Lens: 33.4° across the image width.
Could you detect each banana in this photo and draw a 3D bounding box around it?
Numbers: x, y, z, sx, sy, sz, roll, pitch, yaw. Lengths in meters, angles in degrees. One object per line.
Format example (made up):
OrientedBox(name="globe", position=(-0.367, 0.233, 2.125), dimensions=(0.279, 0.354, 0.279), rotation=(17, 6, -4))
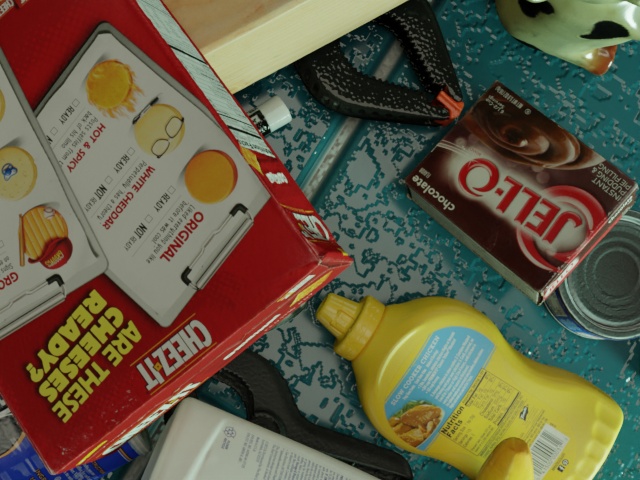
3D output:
OrientedBox(name="banana", position=(0.128, 0.197, 0.643), dimensions=(0.070, 0.037, 0.197), rotation=(-24, 115, 14))

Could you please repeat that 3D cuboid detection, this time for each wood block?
OrientedBox(name="wood block", position=(-0.007, -0.167, 0.602), dimensions=(0.206, 0.091, 0.090), rotation=(-29, 84, -5))

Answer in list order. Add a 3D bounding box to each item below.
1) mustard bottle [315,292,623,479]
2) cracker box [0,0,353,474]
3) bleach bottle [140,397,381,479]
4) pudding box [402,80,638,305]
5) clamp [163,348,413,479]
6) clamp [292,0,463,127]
OrientedBox(name="mustard bottle", position=(0.081, 0.090, 0.653), dimensions=(0.191, 0.058, 0.096), rotation=(33, 98, -5))
OrientedBox(name="cracker box", position=(-0.113, -0.025, 0.516), dimensions=(0.164, 0.072, 0.214), rotation=(-39, 79, 13))
OrientedBox(name="bleach bottle", position=(0.021, 0.177, 0.567), dimensions=(0.250, 0.068, 0.102), rotation=(25, 52, -7))
OrientedBox(name="pudding box", position=(0.122, -0.030, 0.658), dimensions=(0.114, 0.039, 0.090), rotation=(40, 81, 20))
OrientedBox(name="clamp", position=(-0.040, 0.128, 0.629), dimensions=(0.171, 0.039, 0.120), rotation=(37, 54, 6))
OrientedBox(name="clamp", position=(-0.004, -0.136, 0.663), dimensions=(0.164, 0.036, 0.210), rotation=(-44, 90, -6))
